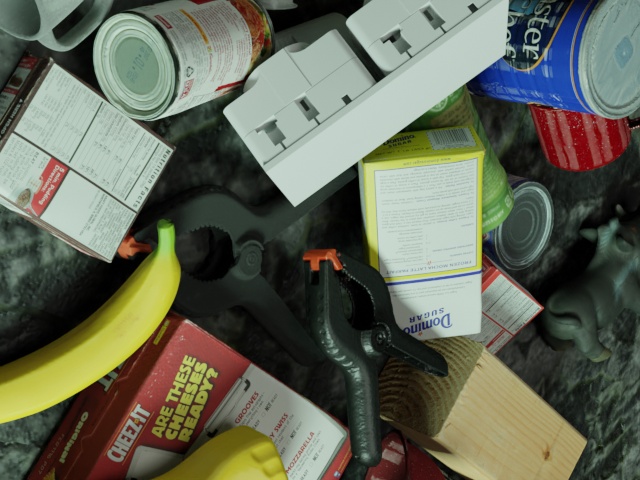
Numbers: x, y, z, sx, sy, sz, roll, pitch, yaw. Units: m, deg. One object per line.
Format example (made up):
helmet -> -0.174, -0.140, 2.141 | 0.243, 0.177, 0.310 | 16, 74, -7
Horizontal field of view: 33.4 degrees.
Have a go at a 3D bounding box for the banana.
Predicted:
banana -> -0.160, 0.065, 0.686 | 0.197, 0.037, 0.069 | -40, 125, -6

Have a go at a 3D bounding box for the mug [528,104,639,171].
mug -> 0.242, -0.118, 0.952 | 0.093, 0.117, 0.081 | -77, 150, -43

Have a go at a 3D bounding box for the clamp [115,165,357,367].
clamp -> -0.055, 0.001, 0.777 | 0.209, 0.036, 0.164 | 16, 87, -43

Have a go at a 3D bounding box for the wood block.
wood block -> 0.145, 0.165, 0.966 | 0.205, 0.090, 0.090 | 41, 74, -40

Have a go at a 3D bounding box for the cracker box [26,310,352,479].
cracker box -> -0.087, 0.163, 0.776 | 0.213, 0.072, 0.164 | 39, 76, -40

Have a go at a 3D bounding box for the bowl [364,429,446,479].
bowl -> 0.069, 0.239, 0.873 | 0.055, 0.162, 0.162 | 14, 94, -7

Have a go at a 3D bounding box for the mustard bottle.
mustard bottle -> -0.107, 0.198, 0.681 | 0.191, 0.058, 0.096 | -22, 114, -34

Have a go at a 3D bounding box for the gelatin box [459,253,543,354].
gelatin box -> 0.148, 0.061, 0.961 | 0.073, 0.030, 0.089 | -46, 133, 10

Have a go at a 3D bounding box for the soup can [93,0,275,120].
soup can -> -0.085, -0.119, 0.675 | 0.102, 0.069, 0.068 | -31, 123, -51

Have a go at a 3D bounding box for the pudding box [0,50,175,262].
pudding box -> -0.158, -0.050, 0.672 | 0.113, 0.039, 0.090 | 38, 76, -43

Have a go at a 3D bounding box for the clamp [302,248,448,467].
clamp -> 0.042, 0.074, 0.823 | 0.120, 0.039, 0.171 | -38, 116, -45

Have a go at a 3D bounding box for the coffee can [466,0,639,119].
coffee can -> 0.190, -0.159, 0.871 | 0.102, 0.141, 0.103 | -14, 112, -38

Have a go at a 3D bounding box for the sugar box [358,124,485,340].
sugar box -> 0.080, -0.001, 0.844 | 0.093, 0.048, 0.176 | -6, 127, -3

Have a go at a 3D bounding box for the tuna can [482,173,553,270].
tuna can -> 0.174, -0.016, 0.973 | 0.085, 0.034, 0.086 | -14, 112, -38
